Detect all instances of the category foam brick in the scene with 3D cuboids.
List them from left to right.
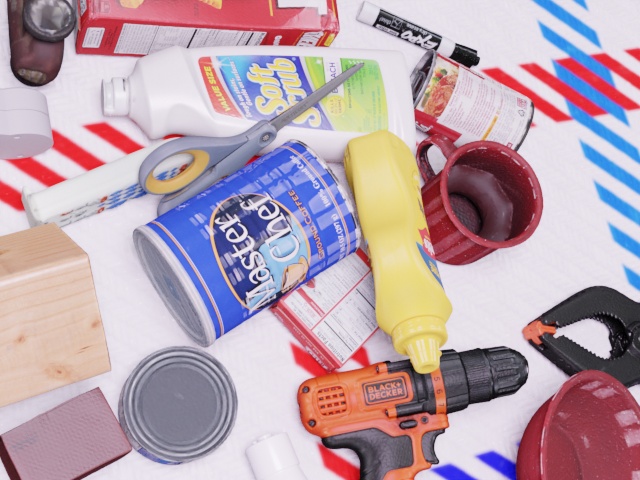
[{"bbox_3d":[-0.182,0.146,0.752,0.078,0.051,0.053,-25,82,-25],"label":"foam brick"}]

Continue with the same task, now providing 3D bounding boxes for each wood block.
[{"bbox_3d":[-0.257,0.065,0.710,0.205,0.091,0.090,-17,114,-25],"label":"wood block"}]

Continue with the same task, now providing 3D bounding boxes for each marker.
[{"bbox_3d":[0.090,-0.186,0.971,0.121,0.020,0.020,21,67,-12],"label":"marker"}]

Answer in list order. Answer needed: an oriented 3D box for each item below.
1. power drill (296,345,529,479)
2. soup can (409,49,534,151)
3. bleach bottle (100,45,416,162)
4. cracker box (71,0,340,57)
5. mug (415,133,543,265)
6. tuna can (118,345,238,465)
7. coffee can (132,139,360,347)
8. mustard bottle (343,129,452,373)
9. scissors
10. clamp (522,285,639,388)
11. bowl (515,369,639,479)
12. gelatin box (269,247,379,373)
[{"bbox_3d":[0.086,0.179,0.816,0.184,0.057,0.187,-10,74,-4],"label":"power drill"},{"bbox_3d":[0.127,-0.115,0.934,0.102,0.069,0.068,24,67,-11],"label":"soup can"},{"bbox_3d":[-0.051,-0.109,0.875,0.250,0.068,0.102,-2,78,-17],"label":"bleach bottle"},{"bbox_3d":[-0.100,-0.239,0.892,0.213,0.072,0.164,-1,74,-20],"label":"cracker box"},{"bbox_3d":[0.119,-0.036,0.899,0.093,0.082,0.117,-36,88,-25],"label":"mug"},{"bbox_3d":[-0.107,0.124,0.795,0.086,0.034,0.086,6,71,-17],"label":"tuna can"},{"bbox_3d":[-0.055,0.001,0.806,0.140,0.103,0.103,-32,86,-19],"label":"coffee can"},{"bbox_3d":[0.063,0.014,0.826,0.058,0.096,0.191,-15,57,8],"label":"mustard bottle"},{"bbox_3d":[-0.060,-0.084,0.814,0.202,0.096,0.016,-44,55,10],"label":"scissors"},{"bbox_3d":[0.280,0.081,0.942,0.209,0.036,0.164,14,70,-14],"label":"clamp"},{"bbox_3d":[0.207,0.187,0.856,0.161,0.055,0.162,14,69,-39],"label":"bowl"},{"bbox_3d":[0.014,0.052,0.863,0.073,0.030,0.089,47,63,-1],"label":"gelatin box"}]
